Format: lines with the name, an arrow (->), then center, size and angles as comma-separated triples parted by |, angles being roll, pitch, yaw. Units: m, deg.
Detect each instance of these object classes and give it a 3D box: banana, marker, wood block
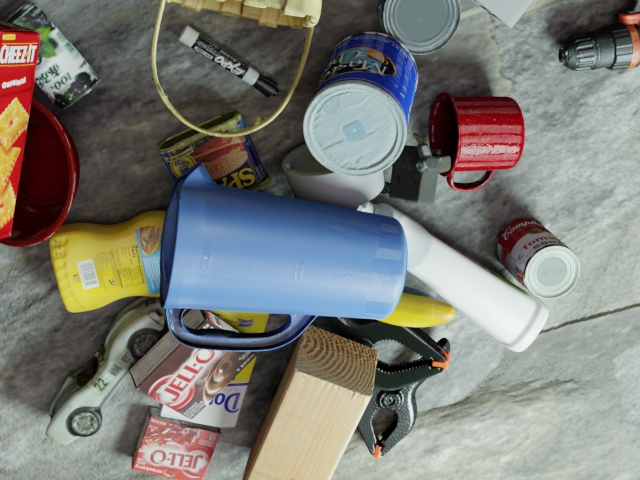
banana -> 0.052, 0.049, 1.186 | 0.198, 0.037, 0.070 | 34, 121, 6
marker -> -0.096, -0.190, 1.142 | 0.121, 0.020, 0.020 | 31, 101, -18
wood block -> -0.016, 0.211, 1.216 | 0.091, 0.090, 0.206 | 21, 121, -4

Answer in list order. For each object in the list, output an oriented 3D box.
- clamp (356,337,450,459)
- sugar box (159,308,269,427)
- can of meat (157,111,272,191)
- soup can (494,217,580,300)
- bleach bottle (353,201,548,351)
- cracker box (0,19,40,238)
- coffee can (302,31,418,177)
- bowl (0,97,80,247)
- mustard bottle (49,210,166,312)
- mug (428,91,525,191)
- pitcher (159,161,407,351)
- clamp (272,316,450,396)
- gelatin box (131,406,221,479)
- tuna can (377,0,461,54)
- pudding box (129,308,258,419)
clamp -> 0.074, 0.178, 1.287 | 0.120, 0.039, 0.171 | 19, 104, -1
sugar box -> -0.121, 0.127, 1.230 | 0.093, 0.048, 0.176 | 12, 105, -14
can of meat -> -0.115, -0.083, 1.155 | 0.102, 0.057, 0.084 | -24, 109, -1
soup can -> 0.249, 0.020, 1.228 | 0.068, 0.102, 0.068 | -3, 109, -9
bleach bottle -> 0.136, 0.030, 1.211 | 0.250, 0.103, 0.068 | 34, 92, -19
cracker box -> -0.373, -0.122, 1.055 | 0.164, 0.072, 0.214 | 19, 107, 20
coffee can -> 0.044, -0.143, 1.102 | 0.103, 0.140, 0.103 | 5, 122, 8
bowl -> -0.305, -0.077, 1.103 | 0.162, 0.055, 0.162 | 5, 103, 23
mustard bottle -> -0.192, 0.017, 1.168 | 0.191, 0.058, 0.096 | -10, 111, -3
mug -> 0.172, -0.107, 1.182 | 0.081, 0.093, 0.117 | -3, 118, -14
pitcher -> -0.042, 0.025, 1.086 | 0.242, 0.145, 0.149 | 7, 145, -13
clamp -> 0.044, 0.114, 1.232 | 0.210, 0.036, 0.164 | 2, 108, 12
gelatin box -> -0.172, 0.245, 1.269 | 0.089, 0.030, 0.073 | 17, 105, -15
tuna can -> 0.106, -0.246, 1.150 | 0.086, 0.034, 0.086 | -3, 109, -9
pudding box -> -0.139, 0.133, 1.169 | 0.113, 0.039, 0.090 | -46, 132, 5
